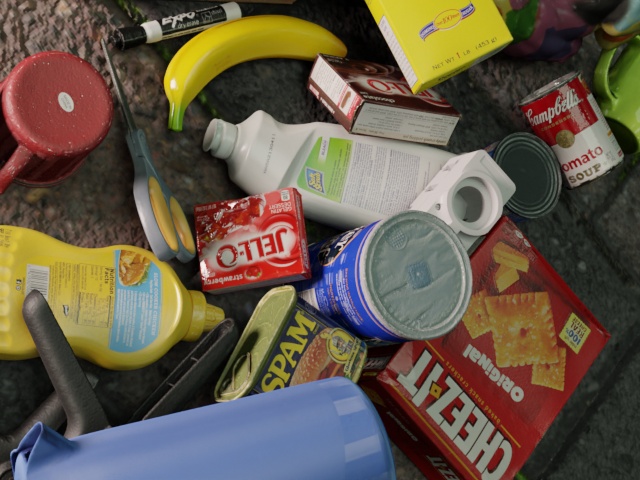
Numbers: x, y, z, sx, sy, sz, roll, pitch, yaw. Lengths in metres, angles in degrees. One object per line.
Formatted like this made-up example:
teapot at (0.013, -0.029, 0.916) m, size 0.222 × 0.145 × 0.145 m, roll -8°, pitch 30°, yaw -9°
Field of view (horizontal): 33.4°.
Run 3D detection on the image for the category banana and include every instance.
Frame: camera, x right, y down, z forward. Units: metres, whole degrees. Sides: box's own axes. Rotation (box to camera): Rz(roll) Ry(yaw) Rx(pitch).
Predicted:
banana at (-0.063, -0.161, 0.931) m, size 0.197 × 0.037 × 0.069 m, roll -28°, pitch 115°, yaw -28°

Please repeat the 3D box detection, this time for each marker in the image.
marker at (-0.123, -0.183, 0.909) m, size 0.120 × 0.020 × 0.020 m, roll -21°, pitch 91°, yaw -30°

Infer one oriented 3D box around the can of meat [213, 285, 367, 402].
can of meat at (-0.020, 0.100, 0.828) m, size 0.084 × 0.058 × 0.102 m, roll 36°, pitch 66°, yaw -21°

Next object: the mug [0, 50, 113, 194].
mug at (-0.212, -0.085, 0.804) m, size 0.093 × 0.082 × 0.117 m, roll 40°, pitch 64°, yaw -17°

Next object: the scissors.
scissors at (-0.140, -0.064, 0.870) m, size 0.016 × 0.096 × 0.202 m, roll -22°, pitch 60°, yaw 8°

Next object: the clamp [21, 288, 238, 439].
clamp at (-0.140, 0.142, 0.781) m, size 0.164 × 0.036 × 0.210 m, roll 3°, pitch 89°, yaw -27°

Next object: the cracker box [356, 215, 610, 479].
cracker box at (0.147, 0.107, 0.970) m, size 0.164 × 0.072 × 0.213 m, roll 48°, pitch 63°, yaw -12°

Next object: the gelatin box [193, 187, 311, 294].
gelatin box at (-0.056, 0.001, 0.873) m, size 0.089 × 0.030 × 0.073 m, roll -10°, pitch 78°, yaw 11°

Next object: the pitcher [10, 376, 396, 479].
pitcher at (-0.075, 0.183, 0.718) m, size 0.242 × 0.149 × 0.145 m, roll -13°, pitch 60°, yaw -20°

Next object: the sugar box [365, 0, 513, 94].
sugar box at (0.084, -0.227, 0.926) m, size 0.093 × 0.048 × 0.176 m, roll -27°, pitch 89°, yaw -8°

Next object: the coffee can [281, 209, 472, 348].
coffee can at (0.044, 0.038, 0.887) m, size 0.102 × 0.141 × 0.103 m, roll 6°, pitch 77°, yaw -28°

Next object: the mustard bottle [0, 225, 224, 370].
mustard bottle at (-0.164, 0.050, 0.818) m, size 0.191 × 0.058 × 0.096 m, roll 9°, pitch 68°, yaw -27°

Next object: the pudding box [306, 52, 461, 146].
pudding box at (0.056, -0.125, 0.953) m, size 0.113 × 0.090 × 0.039 m, roll 1°, pitch 123°, yaw -33°

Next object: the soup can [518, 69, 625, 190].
soup can at (0.253, -0.110, 1.073) m, size 0.068 × 0.069 × 0.102 m, roll -33°, pitch 97°, yaw -30°

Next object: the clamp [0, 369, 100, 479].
clamp at (-0.219, 0.181, 0.775) m, size 0.171 × 0.039 × 0.120 m, roll -25°, pitch 95°, yaw -27°

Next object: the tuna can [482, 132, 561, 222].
tuna can at (0.194, -0.061, 1.051) m, size 0.086 × 0.034 × 0.086 m, roll 6°, pitch 77°, yaw -28°

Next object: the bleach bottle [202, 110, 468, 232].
bleach bottle at (0.019, -0.062, 0.940) m, size 0.250 × 0.068 × 0.102 m, roll 17°, pitch 73°, yaw -23°
